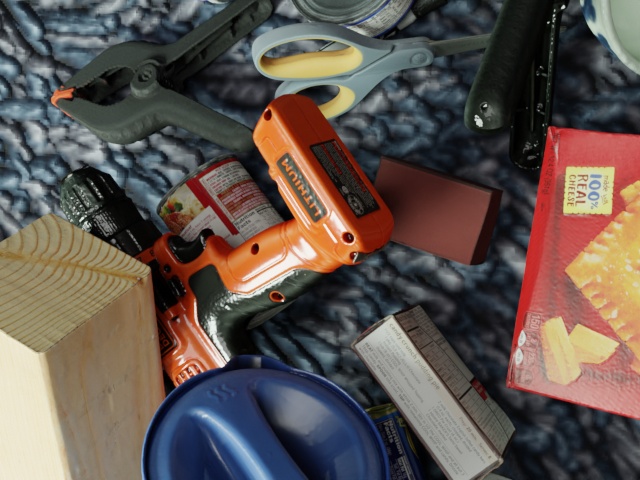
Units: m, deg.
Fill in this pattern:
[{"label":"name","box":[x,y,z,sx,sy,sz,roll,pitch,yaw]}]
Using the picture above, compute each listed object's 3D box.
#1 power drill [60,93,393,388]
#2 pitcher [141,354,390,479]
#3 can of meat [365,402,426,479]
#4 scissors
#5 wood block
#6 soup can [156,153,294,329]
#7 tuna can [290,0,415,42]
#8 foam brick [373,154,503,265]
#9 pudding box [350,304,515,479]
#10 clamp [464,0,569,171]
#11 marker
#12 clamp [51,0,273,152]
[{"label":"power drill","box":[-0.062,-0.006,0.658,0.188,0.057,0.184,-38,86,30]},{"label":"pitcher","box":[-0.048,0.201,0.639,0.145,0.149,0.243,33,139,17]},{"label":"can of meat","box":[0.032,0.153,0.686,0.057,0.102,0.084,-19,82,-15]},{"label":"scissors","box":[0.054,-0.112,0.709,0.201,0.096,0.016,0,57,-9]},{"label":"wood block","box":[-0.158,0.100,0.668,0.091,0.090,0.206,26,136,27]},{"label":"soup can","box":[-0.055,0.001,0.726,0.068,0.068,0.102,-40,80,14]},{"label":"tuna can","box":[0.022,-0.175,0.704,0.086,0.033,0.086,-7,73,24]},{"label":"foam brick","box":[0.073,-0.020,0.694,0.078,0.053,0.051,19,97,15]},{"label":"pudding box","box":[0.073,0.096,0.677,0.039,0.090,0.113,-41,80,13]},{"label":"clamp","box":[0.130,-0.143,0.631,0.036,0.164,0.210,11,83,19]},{"label":"marker","box":[0.034,-0.140,0.721,0.121,0.020,0.020,-29,83,16]},{"label":"clamp","box":[-0.107,-0.117,0.751,0.172,0.039,0.120,3,63,23]}]
